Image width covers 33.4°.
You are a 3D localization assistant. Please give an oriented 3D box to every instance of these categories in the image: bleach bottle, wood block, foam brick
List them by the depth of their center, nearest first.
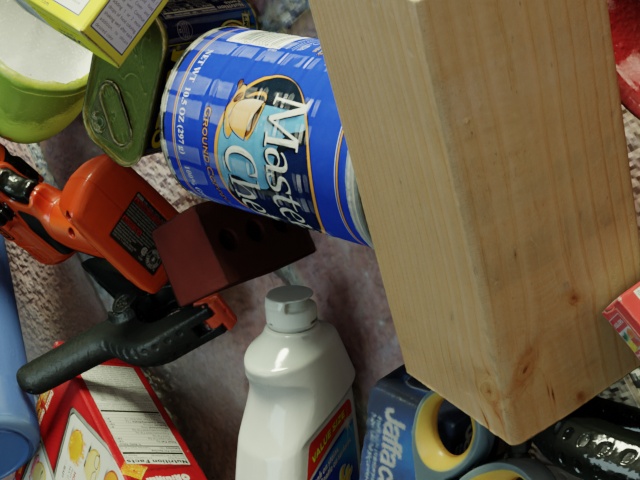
[{"bbox_3d":[0.075,-0.028,0.472,0.091,0.090,0.206,29,141,55],"label":"wood block"},{"bbox_3d":[-0.054,0.001,0.661,0.051,0.078,0.053,-25,88,46],"label":"foam brick"},{"bbox_3d":[-0.016,0.152,0.662,0.068,0.102,0.251,10,113,35],"label":"bleach bottle"}]

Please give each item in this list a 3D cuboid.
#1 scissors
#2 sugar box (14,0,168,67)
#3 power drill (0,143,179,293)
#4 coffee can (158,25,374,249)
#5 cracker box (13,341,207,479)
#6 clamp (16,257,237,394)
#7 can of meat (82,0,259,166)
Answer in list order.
[{"bbox_3d":[0.048,0.138,0.571,0.202,0.016,0.096,-36,71,50],"label":"scissors"},{"bbox_3d":[-0.096,-0.190,0.586,0.093,0.048,0.176,34,83,31],"label":"sugar box"},{"bbox_3d":[-0.191,-0.034,0.728,0.188,0.057,0.184,15,158,41],"label":"power drill"},{"bbox_3d":[-0.002,-0.057,0.573,0.141,0.102,0.103,17,116,38],"label":"coffee can"},{"bbox_3d":[-0.153,0.199,0.768,0.214,0.072,0.164,45,120,48],"label":"cracker box"},{"bbox_3d":[-0.137,0.062,0.745,0.172,0.120,0.039,-1,144,42],"label":"clamp"},{"bbox_3d":[-0.090,-0.103,0.651,0.057,0.083,0.102,38,127,27],"label":"can of meat"}]
